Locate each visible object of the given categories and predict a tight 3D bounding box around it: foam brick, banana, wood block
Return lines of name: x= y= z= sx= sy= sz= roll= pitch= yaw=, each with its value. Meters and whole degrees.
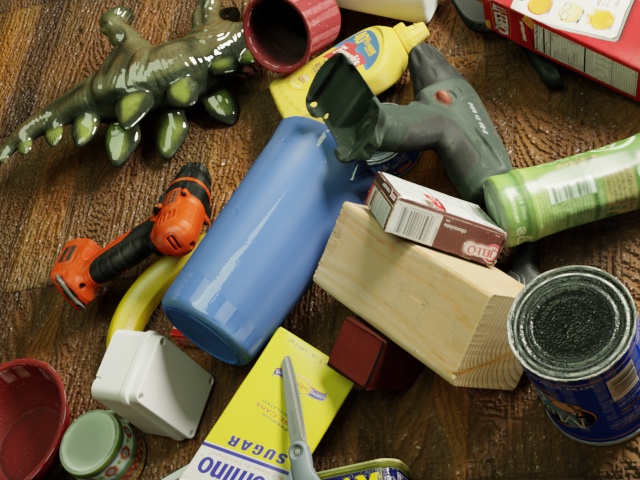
foam brick: x=0.055 y=0.106 z=1.003 sx=0.053 sy=0.078 sz=0.051 roll=29 pitch=104 yaw=35
banana: x=-0.186 y=0.069 z=1.187 sx=0.070 sy=0.037 sz=0.197 roll=22 pitch=72 yaw=18
wood block: x=0.098 y=0.048 z=0.987 sx=0.206 sy=0.090 sz=0.090 roll=35 pitch=108 yaw=45

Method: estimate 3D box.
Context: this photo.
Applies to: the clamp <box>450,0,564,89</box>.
clamp: x=0.221 y=-0.253 z=1.188 sx=0.210 sy=0.036 sz=0.164 roll=19 pitch=69 yaw=31

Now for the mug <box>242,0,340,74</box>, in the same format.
mug: x=-0.035 y=-0.242 z=1.235 sx=0.117 sy=0.093 sz=0.081 roll=-46 pitch=-4 yaw=42

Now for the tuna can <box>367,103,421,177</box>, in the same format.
tuna can: x=0.068 y=-0.109 z=1.173 sx=0.086 sy=0.033 sz=0.086 roll=-13 pitch=55 yaw=19

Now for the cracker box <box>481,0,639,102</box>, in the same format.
cracker box: x=0.300 y=-0.250 z=1.097 sx=0.214 sy=0.072 sz=0.164 roll=32 pitch=76 yaw=24

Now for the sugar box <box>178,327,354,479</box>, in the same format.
sugar box: x=-0.048 y=0.179 z=1.002 sx=0.093 sy=0.048 sz=0.176 roll=31 pitch=65 yaw=4

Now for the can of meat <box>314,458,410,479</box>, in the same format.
can of meat: x=0.032 y=0.248 z=0.945 sx=0.102 sy=0.057 sz=0.084 roll=-16 pitch=57 yaw=18

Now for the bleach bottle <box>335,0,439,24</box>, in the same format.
bleach bottle: x=0.021 y=-0.327 z=1.274 sx=0.251 sy=0.068 sz=0.102 roll=15 pitch=59 yaw=16

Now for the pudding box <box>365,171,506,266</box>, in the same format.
pudding box: x=0.105 y=-0.021 z=0.989 sx=0.090 sy=0.113 sz=0.039 roll=-117 pitch=49 yaw=-70

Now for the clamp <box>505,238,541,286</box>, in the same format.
clamp: x=0.188 y=0.039 z=1.015 sx=0.120 sy=0.039 sz=0.171 roll=-35 pitch=53 yaw=8

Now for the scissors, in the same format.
scissors: x=-0.032 y=0.206 z=0.954 sx=0.096 sy=0.016 sz=0.202 roll=-33 pitch=54 yaw=8

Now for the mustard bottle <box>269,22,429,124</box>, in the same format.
mustard bottle: x=0.038 y=-0.195 z=1.227 sx=0.192 sy=0.058 sz=0.096 roll=-29 pitch=38 yaw=6

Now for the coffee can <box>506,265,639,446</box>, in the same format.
coffee can: x=0.222 y=0.099 z=0.891 sx=0.103 sy=0.140 sz=0.103 roll=-13 pitch=55 yaw=19

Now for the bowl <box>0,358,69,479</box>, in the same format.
bowl: x=-0.326 y=0.211 z=1.148 sx=0.162 sy=0.055 sz=0.162 roll=-14 pitch=54 yaw=20

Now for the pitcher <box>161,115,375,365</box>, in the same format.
pitcher: x=-0.057 y=0.001 z=1.090 sx=0.145 sy=0.149 sz=0.242 roll=33 pitch=69 yaw=7

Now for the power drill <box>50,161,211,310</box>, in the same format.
power drill: x=-0.208 y=-0.009 z=1.209 sx=0.188 sy=0.057 sz=0.184 roll=-30 pitch=21 yaw=16
